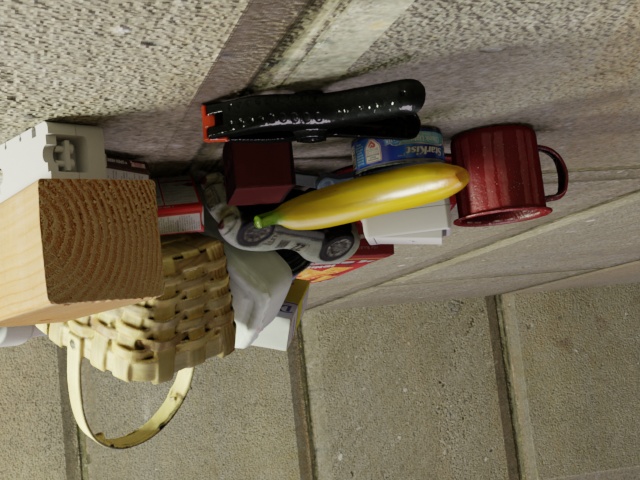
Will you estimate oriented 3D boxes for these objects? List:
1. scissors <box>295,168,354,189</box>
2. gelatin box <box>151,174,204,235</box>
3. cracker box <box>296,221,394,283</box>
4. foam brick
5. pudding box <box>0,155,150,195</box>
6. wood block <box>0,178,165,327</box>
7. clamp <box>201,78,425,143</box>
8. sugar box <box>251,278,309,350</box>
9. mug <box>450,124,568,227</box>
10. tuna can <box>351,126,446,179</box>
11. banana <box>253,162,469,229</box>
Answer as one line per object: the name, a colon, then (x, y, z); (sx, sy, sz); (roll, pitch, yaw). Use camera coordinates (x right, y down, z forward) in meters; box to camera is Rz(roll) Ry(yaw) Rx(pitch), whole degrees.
scissors: (0.021, -0.068, 1.031); (0.201, 0.016, 0.096); (25, 116, -31)
gelatin box: (-0.151, -0.032, 1.006); (0.073, 0.030, 0.089); (-6, -156, -11)
cracker box: (-0.019, 0.012, 1.434); (0.164, 0.072, 0.214); (-3, 171, -22)
foam brick: (-0.054, -0.063, 0.916); (0.051, 0.053, 0.078); (-5, 171, -11)
pudding box: (-0.219, -0.048, 0.941); (0.114, 0.039, 0.089); (-11, 171, 33)
wood block: (-0.209, 0.015, 0.839); (0.090, 0.090, 0.207); (-2, 172, -34)
clamp: (0.000, -0.091, 0.804); (0.171, 0.039, 0.120); (-2, 169, 12)
sugar box: (-0.070, 0.080, 1.288); (0.093, 0.048, 0.176); (9, -169, 4)
mug: (0.178, -0.061, 1.006); (0.117, 0.081, 0.093); (-5, 172, -10)
tuna can: (0.071, -0.078, 0.976); (0.086, 0.034, 0.086); (-6, 172, -1)
banana: (0.042, -0.036, 0.940); (0.198, 0.037, 0.069); (-14, -166, 22)
